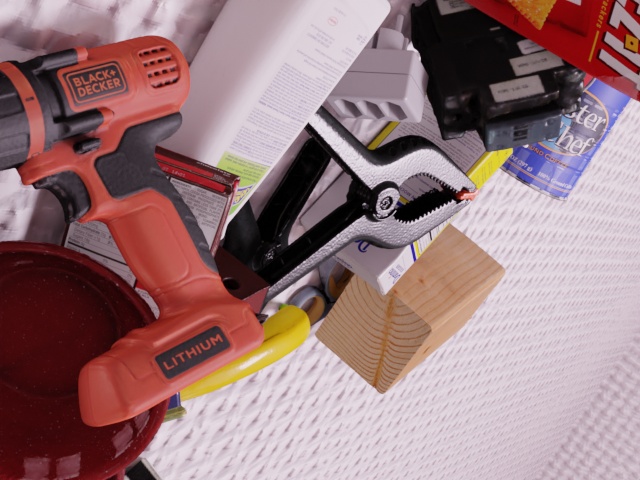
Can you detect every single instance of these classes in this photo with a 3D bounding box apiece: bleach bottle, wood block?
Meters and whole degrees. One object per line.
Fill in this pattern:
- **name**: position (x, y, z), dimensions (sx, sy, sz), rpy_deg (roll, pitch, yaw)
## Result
- **bleach bottle**: position (-0.062, -0.072, 0.683), dimensions (0.251, 0.068, 0.102), rpy_deg (-54, 151, 11)
- **wood block**: position (0.095, 0.060, 1.061), dimensions (0.091, 0.090, 0.205), rpy_deg (-57, 165, 28)

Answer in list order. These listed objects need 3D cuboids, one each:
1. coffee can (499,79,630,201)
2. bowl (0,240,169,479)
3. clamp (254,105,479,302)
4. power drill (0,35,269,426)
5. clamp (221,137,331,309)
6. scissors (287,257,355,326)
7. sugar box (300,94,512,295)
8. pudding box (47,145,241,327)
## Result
- **coffee can**: position (0.248, -0.127, 1.104), dimensions (0.102, 0.103, 0.140), rpy_deg (-4, 127, -59)
- **bowl**: position (-0.166, 0.067, 0.627), dimensions (0.162, 0.162, 0.055), rpy_deg (-60, -168, 17)
- **clamp**: position (0.037, -0.043, 0.810), dimensions (0.209, 0.036, 0.165), rpy_deg (-12, 124, -32)
- **power drill**: position (-0.119, -0.005, 0.544), dimensions (0.184, 0.187, 0.057), rpy_deg (-25, -175, -38)
- **clamp**: position (-0.055, 0.001, 0.823), dimensions (0.120, 0.039, 0.172), rpy_deg (-8, 125, -48)
- **scissors**: position (0.007, 0.077, 1.062), dimensions (0.096, 0.016, 0.202), rpy_deg (-41, 153, -21)
- **sugar box**: position (0.076, -0.047, 0.921), dimensions (0.176, 0.093, 0.048), rpy_deg (-47, 155, -9)
- **pudding box**: position (-0.109, -0.002, 0.650), dimensions (0.039, 0.090, 0.114), rpy_deg (-76, -173, -66)
